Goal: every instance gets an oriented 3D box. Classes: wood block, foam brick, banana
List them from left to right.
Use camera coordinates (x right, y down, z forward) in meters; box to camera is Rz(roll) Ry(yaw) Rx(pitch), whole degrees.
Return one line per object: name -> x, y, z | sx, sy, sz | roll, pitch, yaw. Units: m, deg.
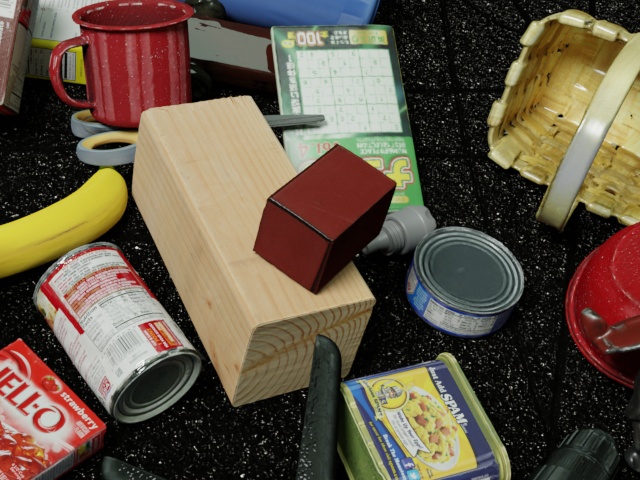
banana -> -0.206, -0.006, 0.762 | 0.070, 0.037, 0.197 | 14, 34, 40
wood block -> -0.055, 0.001, 0.755 | 0.090, 0.090, 0.206 | -12, 51, -26
foam brick -> 0.004, -0.015, 0.686 | 0.051, 0.053, 0.078 | 35, 47, 16

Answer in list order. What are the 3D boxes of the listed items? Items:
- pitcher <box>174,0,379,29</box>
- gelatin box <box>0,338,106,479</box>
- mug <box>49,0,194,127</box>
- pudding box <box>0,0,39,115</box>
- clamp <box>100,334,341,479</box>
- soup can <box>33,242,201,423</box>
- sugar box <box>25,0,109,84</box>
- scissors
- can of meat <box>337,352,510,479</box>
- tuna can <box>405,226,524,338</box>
pitcher -> -0.065, -0.259, 0.983 | 0.242, 0.145, 0.149 | 16, 57, -6
gelatin box -> -0.188, 0.111, 0.656 | 0.089, 0.030, 0.073 | 40, 50, 22
mug -> -0.152, -0.135, 0.826 | 0.117, 0.081, 0.093 | -19, 31, -33
pudding box -> -0.244, -0.155, 0.815 | 0.039, 0.090, 0.113 | 12, 89, -9
clamp -> -0.011, 0.164, 0.627 | 0.164, 0.036, 0.210 | -36, 65, -11
soup can -> -0.132, 0.059, 0.694 | 0.068, 0.069, 0.102 | -23, 58, -32
sugar box -> -0.228, -0.179, 0.909 | 0.176, 0.048, 0.093 | 5, 47, -6
scissors -> -0.102, -0.082, 0.834 | 0.202, 0.016, 0.096 | 3, 31, 7
can of meat -> 0.060, 0.130, 0.688 | 0.083, 0.057, 0.102 | -10, 51, -21
tuna can -> 0.108, 0.032, 0.809 | 0.086, 0.034, 0.086 | 8, 46, -8
